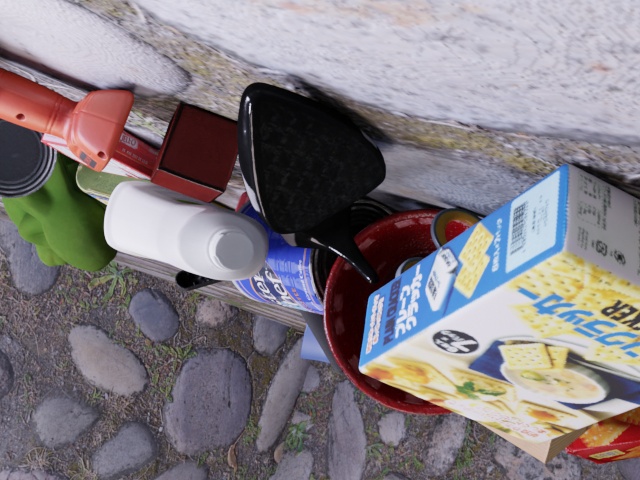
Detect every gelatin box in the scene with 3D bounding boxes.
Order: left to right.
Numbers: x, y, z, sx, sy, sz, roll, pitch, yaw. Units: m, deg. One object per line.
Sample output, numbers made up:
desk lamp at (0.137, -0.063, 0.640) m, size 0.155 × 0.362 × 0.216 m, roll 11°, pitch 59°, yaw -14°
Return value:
gelatin box at (-0.195, -0.084, 0.968) m, size 0.089 × 0.030 × 0.073 m, roll 12°, pitch 170°, yaw 33°

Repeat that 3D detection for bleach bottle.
bleach bottle at (-0.109, -0.006, 0.871) m, size 0.102 × 0.068 × 0.251 m, roll 11°, pitch -178°, yaw -19°

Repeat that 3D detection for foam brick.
foam brick at (-0.091, -0.062, 0.785) m, size 0.051 × 0.053 × 0.078 m, roll 19°, pitch 173°, yaw -11°

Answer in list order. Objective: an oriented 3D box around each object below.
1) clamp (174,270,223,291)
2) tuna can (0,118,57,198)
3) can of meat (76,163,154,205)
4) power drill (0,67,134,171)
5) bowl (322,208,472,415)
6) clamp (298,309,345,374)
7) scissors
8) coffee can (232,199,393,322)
clamp at (-0.085, 0.025, 1.244) m, size 0.120 × 0.039 × 0.171 m, roll -29°, pitch 158°, yaw 30°
tuna can at (-0.291, -0.083, 0.990) m, size 0.086 × 0.086 × 0.034 m, roll 22°, pitch 174°, yaw -29°
can of meat at (-0.180, -0.053, 1.058) m, size 0.102 × 0.057 × 0.083 m, roll 15°, pitch 171°, yaw 23°
power drill at (-0.228, -0.111, 0.749) m, size 0.187 × 0.057 × 0.184 m, roll 22°, pitch 176°, yaw -12°
bowl at (0.086, 0.055, 0.851) m, size 0.162 × 0.162 × 0.055 m, roll 17°, pitch -175°, yaw 9°
clamp at (-0.025, 0.044, 1.167) m, size 0.036 × 0.164 × 0.209 m, roll -31°, pitch 132°, yaw 22°
scissors at (0.153, 0.038, 0.799) m, size 0.201 × 0.096 × 0.016 m, roll 16°, pitch 160°, yaw -12°
coffee can at (-0.006, 0.012, 0.934) m, size 0.102 × 0.103 × 0.141 m, roll 23°, pitch 171°, yaw -34°
